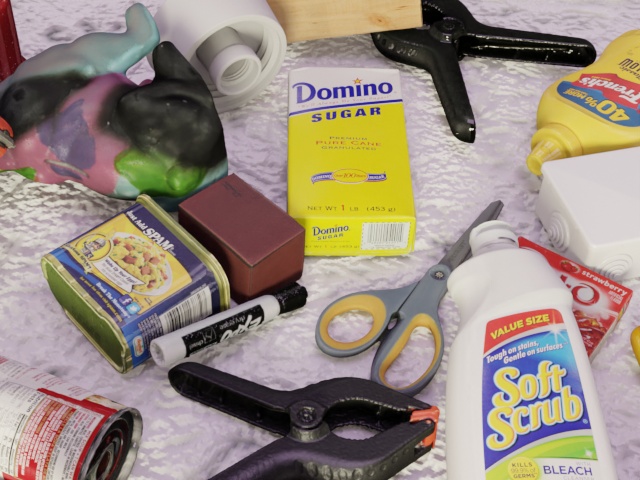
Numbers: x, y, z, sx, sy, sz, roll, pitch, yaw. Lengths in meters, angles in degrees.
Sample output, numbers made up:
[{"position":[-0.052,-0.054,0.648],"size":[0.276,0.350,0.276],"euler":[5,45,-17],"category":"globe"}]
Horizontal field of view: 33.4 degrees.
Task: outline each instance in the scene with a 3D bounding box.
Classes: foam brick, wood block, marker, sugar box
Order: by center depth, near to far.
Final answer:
[{"position":[-0.056,0.053,0.701],"size":[0.120,0.020,0.020],"euler":[-21,51,-36],"category":"marker"},{"position":[-0.055,0.001,0.743],"size":[0.052,0.051,0.078],"euler":[-33,57,-30],"category":"foam brick"},{"position":[0.020,-0.065,0.813],"size":[0.093,0.048,0.176],"euler":[0,48,-3],"category":"sugar box"},{"position":[-0.021,-0.232,0.913],"size":[0.206,0.090,0.091],"euler":[-6,47,6],"category":"wood block"}]

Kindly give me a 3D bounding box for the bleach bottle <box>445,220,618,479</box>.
[{"position":[0.113,0.096,0.633],"size":[0.102,0.068,0.251],"euler":[-1,53,-5],"category":"bleach bottle"}]

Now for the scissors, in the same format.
[{"position":[0.062,0.028,0.749],"size":[0.096,0.016,0.201],"euler":[15,48,11],"category":"scissors"}]

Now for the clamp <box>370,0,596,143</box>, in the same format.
[{"position":[0.121,-0.173,0.925],"size":[0.164,0.036,0.210],"euler":[-27,51,-24],"category":"clamp"}]

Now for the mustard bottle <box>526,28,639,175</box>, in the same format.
[{"position":[0.230,-0.103,0.851],"size":[0.191,0.058,0.096],"euler":[-34,55,-29],"category":"mustard bottle"}]

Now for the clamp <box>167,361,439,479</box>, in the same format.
[{"position":[-0.014,0.124,0.637],"size":[0.171,0.039,0.120],"euler":[1,46,3],"category":"clamp"}]

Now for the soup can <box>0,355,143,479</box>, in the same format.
[{"position":[-0.165,0.112,0.621],"size":[0.102,0.068,0.068],"euler":[19,48,15],"category":"soup can"}]

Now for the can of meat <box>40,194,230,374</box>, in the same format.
[{"position":[-0.124,0.029,0.710],"size":[0.083,0.057,0.102],"euler":[-33,57,-27],"category":"can of meat"}]
